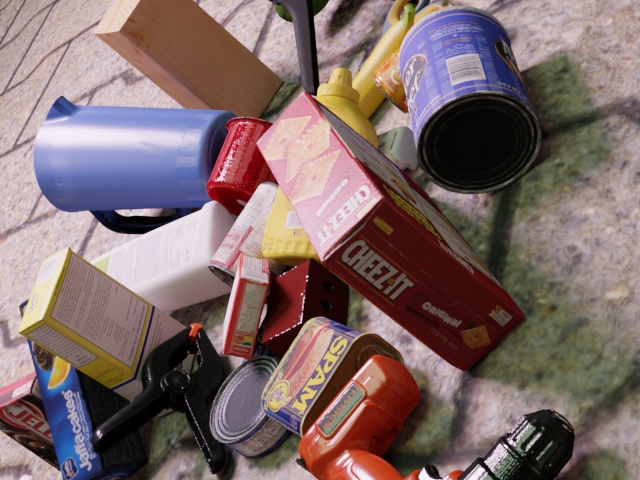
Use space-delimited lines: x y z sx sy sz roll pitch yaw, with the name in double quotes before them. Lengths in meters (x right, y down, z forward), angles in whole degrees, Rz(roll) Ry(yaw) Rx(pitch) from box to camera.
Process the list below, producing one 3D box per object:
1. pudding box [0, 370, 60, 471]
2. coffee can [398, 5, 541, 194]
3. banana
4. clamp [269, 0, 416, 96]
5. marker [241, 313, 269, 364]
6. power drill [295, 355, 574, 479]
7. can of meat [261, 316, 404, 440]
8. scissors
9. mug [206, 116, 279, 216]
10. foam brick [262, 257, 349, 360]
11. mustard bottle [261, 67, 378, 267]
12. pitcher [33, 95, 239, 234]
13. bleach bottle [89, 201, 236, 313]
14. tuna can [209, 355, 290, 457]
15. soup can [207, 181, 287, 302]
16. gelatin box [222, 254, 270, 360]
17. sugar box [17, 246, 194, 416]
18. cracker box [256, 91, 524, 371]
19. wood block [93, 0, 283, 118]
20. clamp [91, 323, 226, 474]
"pudding box" -0.281 0.188 1.112 0.090 0.113 0.039 -26 35 36
"coffee can" 0.125 -0.122 0.916 0.103 0.102 0.140 -36 34 24
"banana" 0.040 -0.156 1.106 0.037 0.069 0.198 39 97 29
"clamp" -0.018 -0.281 1.215 0.165 0.210 0.036 -48 -4 14
"marker" -0.049 0.084 1.008 0.020 0.020 0.121 -6 52 50
"power drill" 0.069 0.155 0.735 0.184 0.057 0.188 -49 30 3
"can of meat" 0.007 0.116 0.864 0.102 0.057 0.084 -56 28 -10
"scissors" 0.059 -0.208 1.172 0.202 0.016 0.096 -30 47 33
"mug" -0.074 -0.069 1.152 0.117 0.093 0.081 121 170 -69
"foam brick" -0.013 0.066 0.946 0.051 0.053 0.078 -29 37 33
"mustard bottle" 0.005 -0.070 1.004 0.096 0.058 0.191 2 76 35
"pitcher" -0.201 -0.087 1.253 0.243 0.149 0.145 3 80 29
"bleach bottle" -0.209 0.043 1.154 0.251 0.068 0.102 -18 44 19
"tuna can" -0.056 0.146 0.935 0.086 0.033 0.086 -34 35 27
"soup can" -0.057 0.001 1.060 0.069 0.068 0.102 11 65 57
"gelatin box" -0.067 0.059 0.973 0.089 0.030 0.073 -106 29 -77
"sugar box" -0.204 0.092 1.050 0.048 0.176 0.093 -25 39 33
"cracker box" 0.047 -0.012 0.841 0.072 0.164 0.214 -46 30 11
"wood block" -0.159 -0.223 1.302 0.090 0.205 0.091 14 69 58
"clamp" -0.144 0.145 0.998 0.171 0.120 0.039 -92 13 -53
